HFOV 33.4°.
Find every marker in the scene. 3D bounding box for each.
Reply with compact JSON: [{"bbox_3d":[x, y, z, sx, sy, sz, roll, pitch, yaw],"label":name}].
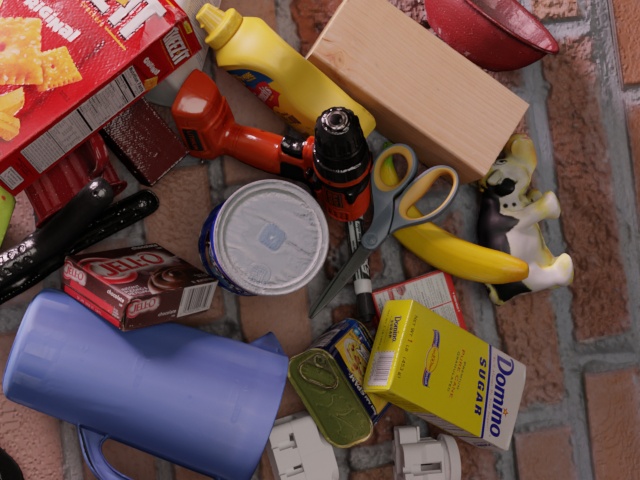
[{"bbox_3d":[0.039,0.023,1.062,0.020,0.020,0.121,-3,71,-12],"label":"marker"}]

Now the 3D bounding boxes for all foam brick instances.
[{"bbox_3d":[-0.172,-0.097,1.016,0.051,0.053,0.078,-42,109,-11],"label":"foam brick"}]

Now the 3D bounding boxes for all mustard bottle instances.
[{"bbox_3d":[-0.040,-0.155,1.012,0.191,0.096,0.058,39,81,-22],"label":"mustard bottle"}]

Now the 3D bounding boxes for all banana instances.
[{"bbox_3d":[0.115,-0.011,1.065,0.198,0.037,0.070,43,116,12],"label":"banana"}]

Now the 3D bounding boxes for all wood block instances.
[{"bbox_3d":[0.089,-0.151,1.063,0.206,0.090,0.091,34,81,-8],"label":"wood block"}]

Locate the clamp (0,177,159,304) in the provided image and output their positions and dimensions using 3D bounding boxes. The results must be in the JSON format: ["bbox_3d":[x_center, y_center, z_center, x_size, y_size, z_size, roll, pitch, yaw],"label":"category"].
[{"bbox_3d":[-0.248,0.007,0.961,0.210,0.164,0.036,-33,85,-2],"label":"clamp"}]

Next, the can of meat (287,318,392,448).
[{"bbox_3d":[0.025,0.135,1.032,0.102,0.058,0.083,59,34,-4],"label":"can of meat"}]

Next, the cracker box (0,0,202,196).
[{"bbox_3d":[-0.239,-0.170,0.924,0.213,0.072,0.164,-40,75,-7],"label":"cracker box"}]

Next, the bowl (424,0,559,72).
[{"bbox_3d":[0.159,-0.218,1.070,0.162,0.162,0.055,33,115,-9],"label":"bowl"}]

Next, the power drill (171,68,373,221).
[{"bbox_3d":[-0.041,-0.092,0.980,0.188,0.184,0.057,24,71,13],"label":"power drill"}]

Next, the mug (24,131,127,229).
[{"bbox_3d":[-0.232,-0.071,0.981,0.093,0.117,0.081,-26,88,-40],"label":"mug"}]

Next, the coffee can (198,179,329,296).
[{"bbox_3d":[-0.057,0.001,0.998,0.102,0.140,0.103,1,87,-12],"label":"coffee can"}]

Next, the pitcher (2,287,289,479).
[{"bbox_3d":[-0.161,0.140,0.975,0.242,0.149,0.145,19,115,-7],"label":"pitcher"}]

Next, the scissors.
[{"bbox_3d":[0.045,-0.019,1.052,0.202,0.016,0.096,-36,73,-1],"label":"scissors"}]

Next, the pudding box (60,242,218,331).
[{"bbox_3d":[-0.164,0.040,0.971,0.113,0.090,0.039,-7,120,-53],"label":"pudding box"}]

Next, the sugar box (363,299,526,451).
[{"bbox_3d":[0.125,0.133,1.039,0.176,0.048,0.093,29,69,-31],"label":"sugar box"}]

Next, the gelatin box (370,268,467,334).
[{"bbox_3d":[0.097,0.074,1.083,0.089,0.030,0.073,-18,92,-13],"label":"gelatin box"}]
